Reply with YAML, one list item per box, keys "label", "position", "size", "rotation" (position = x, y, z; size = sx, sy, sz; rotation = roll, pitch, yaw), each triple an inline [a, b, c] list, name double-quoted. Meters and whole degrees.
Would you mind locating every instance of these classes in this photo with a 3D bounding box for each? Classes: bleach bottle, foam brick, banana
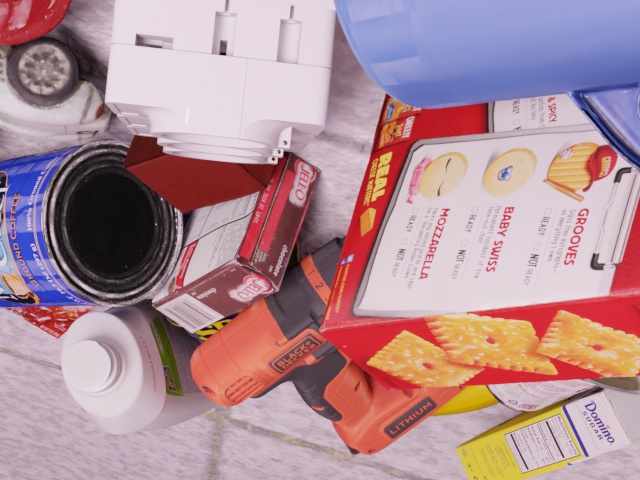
- label: "bleach bottle"
  position: [-0.126, 0.080, 0.734]
  size: [0.068, 0.102, 0.251]
  rotation: [-23, 171, 2]
- label: "foam brick"
  position: [-0.066, -0.057, 0.625]
  size: [0.078, 0.053, 0.051]
  rotation: [-13, 137, 40]
- label: "banana"
  position: [0.071, 0.117, 0.838]
  size: [0.198, 0.037, 0.069]
  rotation: [-3, 157, 26]

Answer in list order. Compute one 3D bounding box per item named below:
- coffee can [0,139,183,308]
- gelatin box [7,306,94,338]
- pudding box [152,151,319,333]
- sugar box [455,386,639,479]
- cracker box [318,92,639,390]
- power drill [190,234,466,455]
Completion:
- label: "coffee can"
  position: [-0.173, -0.007, 0.693]
  size: [0.141, 0.102, 0.102]
  rotation: [-4, 144, 44]
- label: "gelatin box"
  position: [-0.217, 0.029, 0.834]
  size: [0.073, 0.030, 0.089]
  rotation: [-39, 123, 24]
- label: "pudding box"
  position: [-0.054, 0.001, 0.675]
  size: [0.039, 0.090, 0.114]
  rotation: [34, 146, -23]
- label: "sugar box"
  position: [0.183, 0.131, 0.763]
  size: [0.093, 0.048, 0.176]
  rotation: [-18, 165, -34]
- label: "cracker box"
  position: [0.117, -0.022, 0.479]
  size: [0.214, 0.164, 0.072]
  rotation: [-10, 141, 38]
- label: "power drill"
  position: [0.029, 0.067, 0.724]
  size: [0.184, 0.057, 0.187]
  rotation: [-36, 139, 11]
